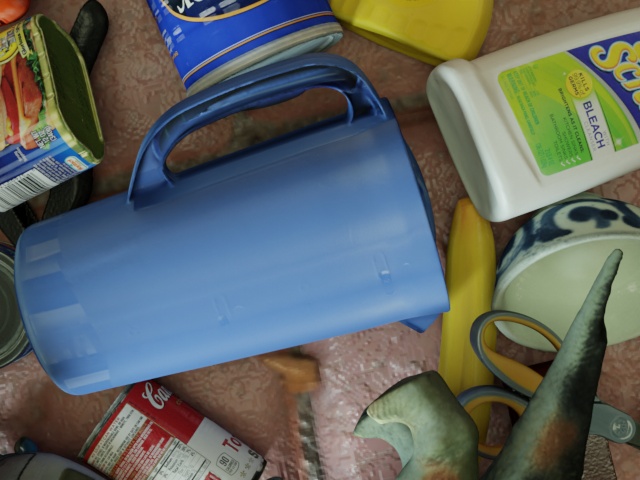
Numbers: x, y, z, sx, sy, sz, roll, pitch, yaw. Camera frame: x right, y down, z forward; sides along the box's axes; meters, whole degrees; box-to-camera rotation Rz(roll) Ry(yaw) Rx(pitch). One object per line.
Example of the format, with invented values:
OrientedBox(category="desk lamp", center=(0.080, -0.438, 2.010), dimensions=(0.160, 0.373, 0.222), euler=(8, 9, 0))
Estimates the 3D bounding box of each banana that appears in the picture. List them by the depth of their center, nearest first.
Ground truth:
OrientedBox(category="banana", center=(0.091, 0.074, 0.671), dimensions=(0.037, 0.069, 0.198), euler=(5, 81, 11))

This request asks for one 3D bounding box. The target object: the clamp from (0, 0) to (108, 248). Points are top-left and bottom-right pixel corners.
OrientedBox(category="clamp", center=(-0.198, -0.072, 0.690), dimensions=(0.120, 0.039, 0.171), euler=(6, 96, 16))

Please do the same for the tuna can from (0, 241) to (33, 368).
OrientedBox(category="tuna can", center=(-0.221, 0.043, 0.699), dimensions=(0.086, 0.033, 0.086), euler=(0, 93, 2))

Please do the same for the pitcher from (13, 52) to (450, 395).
OrientedBox(category="pitcher", center=(-0.054, 0.001, 0.635), dimensions=(0.243, 0.145, 0.149), euler=(-16, 72, 2))

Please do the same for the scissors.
OrientedBox(category="scissors", center=(0.160, 0.122, 0.639), dimensions=(0.201, 0.016, 0.096), euler=(40, 84, -6))

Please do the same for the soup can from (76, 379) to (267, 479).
OrientedBox(category="soup can", center=(-0.094, 0.140, 0.682), dimensions=(0.102, 0.068, 0.068), euler=(35, 94, -1))

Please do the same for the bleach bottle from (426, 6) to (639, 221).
OrientedBox(category="bleach bottle", center=(0.197, -0.101, 0.639), dimensions=(0.250, 0.068, 0.102), euler=(-23, 91, -8))

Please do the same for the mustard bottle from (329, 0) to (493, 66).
OrientedBox(category="mustard bottle", center=(0.085, -0.208, 0.657), dimensions=(0.096, 0.058, 0.191), euler=(25, 93, 20))

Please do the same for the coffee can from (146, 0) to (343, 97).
OrientedBox(category="coffee can", center=(-0.060, -0.167, 0.645), dimensions=(0.103, 0.103, 0.140), euler=(-24, 92, 3))

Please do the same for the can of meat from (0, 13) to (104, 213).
OrientedBox(category="can of meat", center=(-0.179, -0.072, 0.625), dimensions=(0.084, 0.057, 0.102), euler=(-25, 62, 11))
